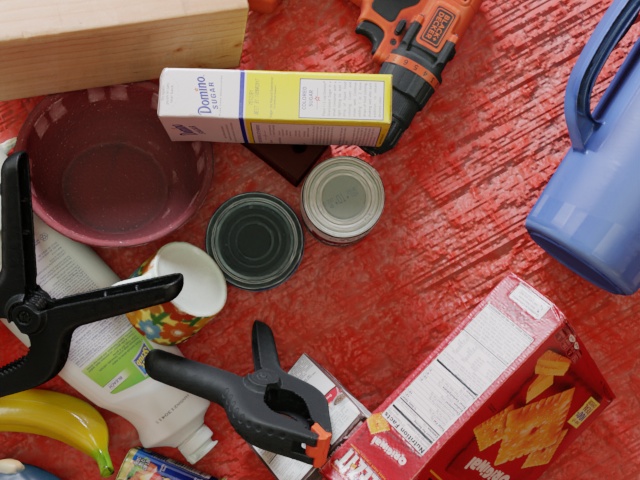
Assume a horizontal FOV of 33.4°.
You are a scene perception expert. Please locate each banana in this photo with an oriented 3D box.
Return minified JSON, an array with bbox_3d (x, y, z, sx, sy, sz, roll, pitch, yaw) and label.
[{"bbox_3d":[-0.259,0.151,0.892,0.198,0.069,0.037,7,118,6],"label":"banana"}]

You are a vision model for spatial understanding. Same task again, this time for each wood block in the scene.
[{"bbox_3d":[-0.171,-0.186,0.868,0.206,0.090,0.091,-11,70,-14],"label":"wood block"}]

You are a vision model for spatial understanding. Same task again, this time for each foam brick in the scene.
[{"bbox_3d":[-0.035,-0.091,0.913,0.078,0.051,0.053,38,86,2],"label":"foam brick"}]

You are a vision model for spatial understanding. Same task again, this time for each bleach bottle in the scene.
[{"bbox_3d":[-0.186,0.090,0.896,0.102,0.068,0.251,-41,90,-3],"label":"bleach bottle"}]

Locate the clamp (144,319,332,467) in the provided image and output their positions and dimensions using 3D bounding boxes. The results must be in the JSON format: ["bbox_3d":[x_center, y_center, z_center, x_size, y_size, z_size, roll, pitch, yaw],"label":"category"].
[{"bbox_3d":[-0.044,0.116,0.846,0.172,0.120,0.039,31,130,32],"label":"clamp"}]

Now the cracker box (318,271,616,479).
[{"bbox_3d":[0.124,0.152,0.843,0.213,0.164,0.072,-46,50,-4],"label":"cracker box"}]

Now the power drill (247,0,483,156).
[{"bbox_3d":[0.027,-0.189,0.919,0.187,0.057,0.184,31,83,-1],"label":"power drill"}]

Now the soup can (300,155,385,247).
[{"bbox_3d":[0.017,-0.031,0.885,0.068,0.102,0.068,0,86,-1],"label":"soup can"}]

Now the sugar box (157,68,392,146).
[{"bbox_3d":[-0.035,-0.104,0.841,0.176,0.093,0.048,4,83,-1],"label":"sugar box"}]

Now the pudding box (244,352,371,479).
[{"bbox_3d":[-0.009,0.155,0.871,0.090,0.114,0.039,-48,123,-3],"label":"pudding box"}]

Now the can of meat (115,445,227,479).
[{"bbox_3d":[-0.136,0.232,0.891,0.084,0.057,0.102,22,86,3],"label":"can of meat"}]

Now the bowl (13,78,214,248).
[{"bbox_3d":[-0.171,-0.057,0.893,0.162,0.055,0.162,4,65,-9],"label":"bowl"}]

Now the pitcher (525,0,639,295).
[{"bbox_3d":[0.270,-0.085,0.878,0.149,0.145,0.243,35,90,22],"label":"pitcher"}]

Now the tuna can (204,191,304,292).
[{"bbox_3d":[-0.056,0.001,0.916,0.086,0.034,0.086,0,86,-1],"label":"tuna can"}]

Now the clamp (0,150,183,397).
[{"bbox_3d":[-0.216,0.056,0.838,0.164,0.036,0.210,32,109,-2],"label":"clamp"}]
